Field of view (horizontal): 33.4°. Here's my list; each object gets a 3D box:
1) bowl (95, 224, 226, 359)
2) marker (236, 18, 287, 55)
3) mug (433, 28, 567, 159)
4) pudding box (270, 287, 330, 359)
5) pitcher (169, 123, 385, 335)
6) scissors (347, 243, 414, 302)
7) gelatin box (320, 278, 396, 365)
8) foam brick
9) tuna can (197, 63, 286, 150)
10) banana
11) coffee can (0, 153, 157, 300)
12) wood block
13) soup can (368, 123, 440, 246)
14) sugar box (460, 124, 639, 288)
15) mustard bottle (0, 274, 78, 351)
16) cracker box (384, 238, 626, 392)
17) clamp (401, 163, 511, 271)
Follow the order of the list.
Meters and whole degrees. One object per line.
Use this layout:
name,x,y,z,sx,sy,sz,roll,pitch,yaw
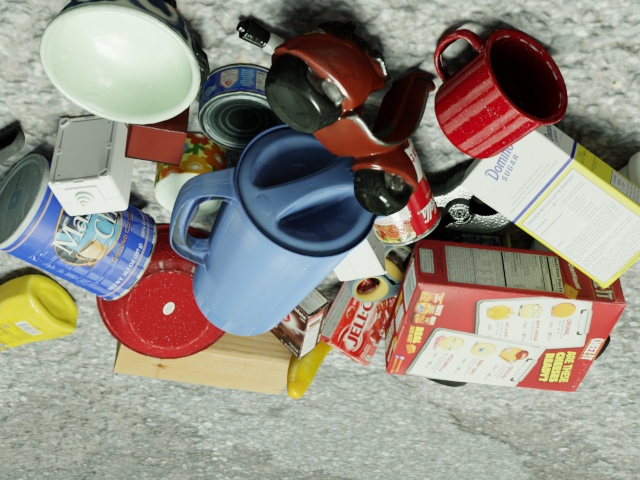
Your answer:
bowl,-0.165,0.067,1.167,0.162,0.055,0.162,-3,108,-8
marker,-0.022,-0.162,0.938,0.121,0.020,0.020,24,139,-29
mug,0.145,-0.131,0.927,0.117,0.093,0.082,45,138,-8
pudding box,-0.044,0.065,1.194,0.114,0.039,0.090,40,148,20
pitcher,-0.057,0.001,1.025,0.149,0.144,0.243,44,148,4
scissors,0.094,0.065,1.241,0.096,0.016,0.201,-32,141,0
gelatin box,0.045,0.091,1.244,0.073,0.089,0.030,35,168,-38
foam brick,-0.145,-0.115,0.958,0.051,0.078,0.053,8,147,-10
tuna can,-0.070,-0.121,0.984,0.086,0.033,0.086,1,146,0
banana,0.006,0.130,1.271,0.037,0.069,0.197,-19,179,27
coffee can,-0.253,-0.012,1.088,0.103,0.103,0.140,-28,136,35
wood block,-0.136,0.116,1.283,0.206,0.090,0.091,10,146,-13
soup can,0.067,-0.055,1.021,0.069,0.068,0.102,-13,121,20
sugar box,0.232,-0.041,1.012,0.176,0.048,0.093,38,124,-1
mustard bottle,-0.396,0.097,1.289,0.192,0.058,0.096,-15,144,22
cracker box,0.186,0.080,1.121,0.213,0.072,0.164,6,139,-6
clamp,0.139,-0.027,1.092,0.172,0.039,0.120,-8,128,16
